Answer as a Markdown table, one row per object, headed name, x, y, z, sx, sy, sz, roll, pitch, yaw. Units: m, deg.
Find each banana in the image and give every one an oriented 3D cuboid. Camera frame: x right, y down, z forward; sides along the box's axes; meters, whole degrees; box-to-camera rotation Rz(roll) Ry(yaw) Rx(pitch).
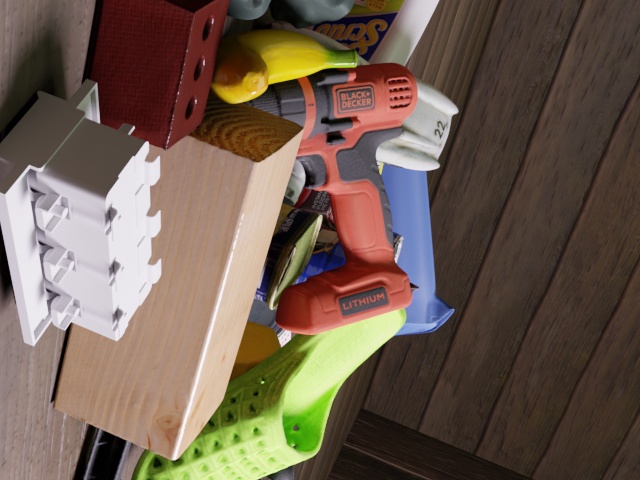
| name | x | y | z | sx | sy | sz | roll | pitch | yaw |
| --- | --- | --- | --- | --- | --- | --- | --- | --- | --- |
| banana | -0.036 | -0.111 | 0.655 | 0.197 | 0.070 | 0.037 | -41 | 123 | -67 |

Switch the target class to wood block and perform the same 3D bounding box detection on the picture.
| name | x | y | z | sx | sy | sz | roll | pitch | yaw |
| --- | --- | --- | --- | --- | --- | --- | --- | --- | --- |
| wood block | -0.089 | 0.017 | 0.666 | 0.090 | 0.091 | 0.206 | -49 | 159 | -65 |

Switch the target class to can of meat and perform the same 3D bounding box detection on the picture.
| name | x | y | z | sx | sy | sz | roll | pitch | yaw |
| --- | --- | --- | --- | --- | --- | --- | --- | --- | --- |
| can of meat | -0.056 | 0.001 | 0.851 | 0.102 | 0.084 | 0.057 | -52 | 161 | -62 |

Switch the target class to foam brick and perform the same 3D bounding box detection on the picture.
| name | x | y | z | sx | sy | sz | roll | pitch | yaw |
| --- | --- | --- | --- | --- | --- | --- | --- | --- | --- |
| foam brick | -0.085 | -0.097 | 0.551 | 0.053 | 0.051 | 0.078 | -53 | 162 | -61 |

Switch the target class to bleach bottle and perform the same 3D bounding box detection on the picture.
| name | x | y | z | sx | sy | sz | roll | pitch | yaw |
| --- | --- | --- | --- | --- | --- | --- | --- | --- | --- |
| bleach bottle | 0.022 | -0.143 | 0.919 | 0.250 | 0.103 | 0.068 | -66 | 161 | -14 |

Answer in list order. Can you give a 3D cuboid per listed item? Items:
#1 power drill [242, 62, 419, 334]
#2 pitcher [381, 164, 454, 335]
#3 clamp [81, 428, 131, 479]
| name | x | y | z | sx | sy | sz | roll | pitch | yaw |
| --- | --- | --- | --- | --- | --- | --- | --- | --- | --- |
| power drill | -0.003 | -0.031 | 0.769 | 0.184 | 0.057 | 0.188 | -12 | 103 | -31 |
| pitcher | 0.057 | -0.010 | 1.231 | 0.145 | 0.149 | 0.243 | -19 | -112 | 59 |
| clamp | -0.174 | 0.208 | 0.774 | 0.210 | 0.036 | 0.164 | 106 | 8 | -46 |
